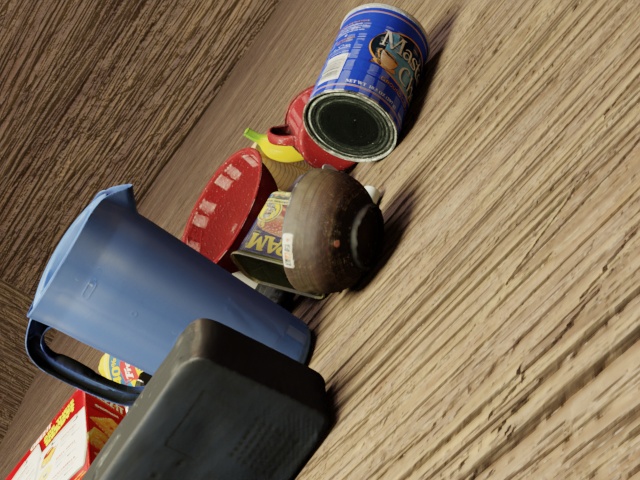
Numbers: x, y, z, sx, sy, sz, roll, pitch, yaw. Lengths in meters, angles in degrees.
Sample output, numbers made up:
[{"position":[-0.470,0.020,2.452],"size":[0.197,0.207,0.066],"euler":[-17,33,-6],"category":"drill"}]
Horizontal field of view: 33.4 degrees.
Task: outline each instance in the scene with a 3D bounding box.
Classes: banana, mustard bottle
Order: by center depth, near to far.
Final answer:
[{"position":[0.003,-0.144,1.300],"size":[0.198,0.069,0.037],"euler":[-25,27,19],"category":"banana"},{"position":[-0.229,0.156,1.380],"size":[0.192,0.058,0.096],"euler":[-16,74,46],"category":"mustard bottle"}]

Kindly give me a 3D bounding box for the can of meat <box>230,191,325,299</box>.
[{"position":[-0.024,0.002,1.059],"size":[0.102,0.057,0.084],"euler":[13,62,34],"category":"can of meat"}]

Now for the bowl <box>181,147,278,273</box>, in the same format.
[{"position":[-0.092,-0.021,1.186],"size":[0.162,0.055,0.162],"euler":[-43,32,34],"category":"bowl"}]

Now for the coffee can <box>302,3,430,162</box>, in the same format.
[{"position":[0.051,-0.169,1.137],"size":[0.103,0.102,0.140],"euler":[-41,22,51],"category":"coffee can"}]

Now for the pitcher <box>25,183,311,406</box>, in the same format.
[{"position":[-0.140,0.076,0.981],"size":[0.149,0.242,0.145],"euler":[-42,21,50],"category":"pitcher"}]

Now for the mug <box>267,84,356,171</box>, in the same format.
[{"position":[-0.003,-0.126,1.228],"size":[0.081,0.117,0.093],"euler":[-114,20,-68],"category":"mug"}]

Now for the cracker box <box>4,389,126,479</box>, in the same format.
[{"position":[-0.276,0.272,1.157],"size":[0.164,0.072,0.214],"euler":[-51,21,5],"category":"cracker box"}]
